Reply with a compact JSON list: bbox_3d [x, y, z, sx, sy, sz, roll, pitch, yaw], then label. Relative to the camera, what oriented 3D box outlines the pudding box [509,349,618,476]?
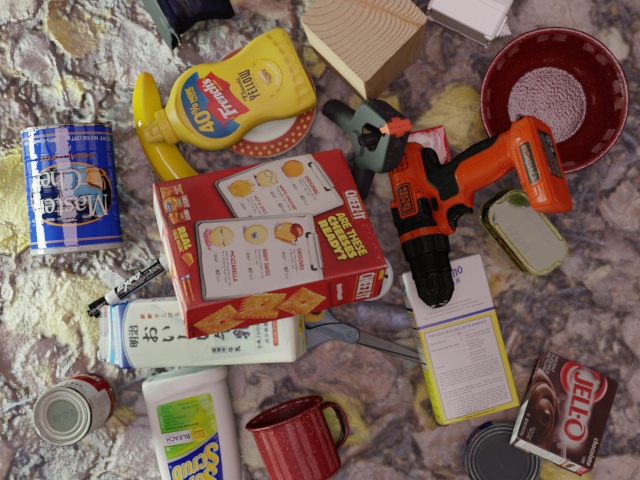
[{"bbox_3d":[0.268,0.190,1.177,0.090,0.039,0.113,23,67,3],"label":"pudding box"}]

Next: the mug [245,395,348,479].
[{"bbox_3d":[-0.018,0.225,1.200,0.117,0.093,0.081,-23,95,-32],"label":"mug"}]

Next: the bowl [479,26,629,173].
[{"bbox_3d":[0.255,-0.152,1.182,0.162,0.055,0.162,0,91,4],"label":"bowl"}]

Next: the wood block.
[{"bbox_3d":[0.048,-0.213,1.119,0.090,0.206,0.091,-45,88,3],"label":"wood block"}]

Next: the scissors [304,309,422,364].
[{"bbox_3d":[0.018,0.120,1.224,0.202,0.016,0.096,34,95,2],"label":"scissors"}]

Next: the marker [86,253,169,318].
[{"bbox_3d":[-0.219,0.052,1.236,0.121,0.020,0.020,-33,89,4],"label":"marker"}]

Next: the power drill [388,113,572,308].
[{"bbox_3d":[0.161,-0.037,1.113,0.188,0.057,0.184,-20,75,30],"label":"power drill"}]

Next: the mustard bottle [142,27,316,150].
[{"bbox_3d":[-0.107,-0.154,1.181,0.191,0.058,0.096,-24,89,3],"label":"mustard bottle"}]

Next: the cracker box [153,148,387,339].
[{"bbox_3d":[-0.057,0.001,1.137,0.213,0.072,0.164,-12,58,-13],"label":"cracker box"}]

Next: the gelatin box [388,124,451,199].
[{"bbox_3d":[0.113,-0.080,1.206,0.073,0.030,0.089,-12,91,4],"label":"gelatin box"}]

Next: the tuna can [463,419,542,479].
[{"bbox_3d":[0.205,0.246,1.205,0.086,0.033,0.086,0,91,4],"label":"tuna can"}]

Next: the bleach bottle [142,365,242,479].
[{"bbox_3d":[-0.127,0.270,1.215,0.102,0.068,0.251,-13,93,5],"label":"bleach bottle"}]

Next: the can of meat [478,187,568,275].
[{"bbox_3d":[0.224,-0.009,1.173,0.057,0.084,0.102,-39,89,4],"label":"can of meat"}]

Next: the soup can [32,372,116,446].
[{"bbox_3d":[-0.276,0.189,1.201,0.068,0.102,0.068,0,91,4],"label":"soup can"}]

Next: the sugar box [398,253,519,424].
[{"bbox_3d":[0.154,0.110,1.196,0.093,0.048,0.176,-14,88,-7],"label":"sugar box"}]

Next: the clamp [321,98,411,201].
[{"bbox_3d":[0.047,-0.116,1.153,0.039,0.172,0.120,-22,84,-24],"label":"clamp"}]

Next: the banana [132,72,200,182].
[{"bbox_3d":[-0.164,-0.100,1.223,0.069,0.037,0.198,-40,90,-18],"label":"banana"}]

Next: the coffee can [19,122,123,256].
[{"bbox_3d":[-0.278,-0.056,1.196,0.103,0.103,0.140,-5,91,4],"label":"coffee can"}]
